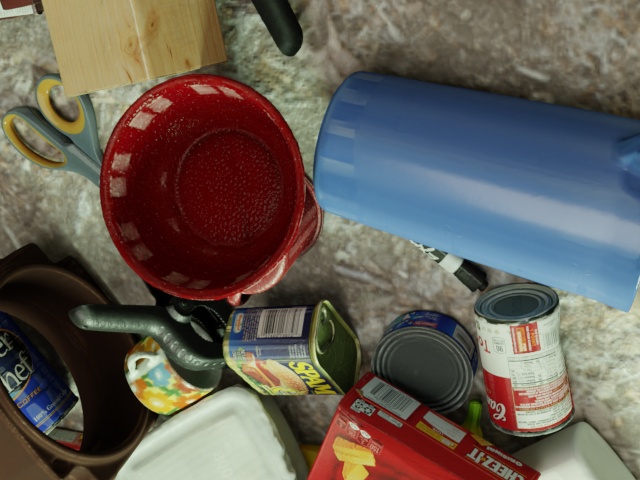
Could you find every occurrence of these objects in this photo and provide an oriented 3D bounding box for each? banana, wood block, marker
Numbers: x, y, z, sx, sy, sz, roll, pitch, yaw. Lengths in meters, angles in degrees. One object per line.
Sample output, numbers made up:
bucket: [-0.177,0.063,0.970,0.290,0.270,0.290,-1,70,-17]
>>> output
banana: [0.064,0.192,0.941,0.198,0.037,0.069,-20,89,24]
wood block: [-0.145,-0.215,0.753,0.091,0.090,0.206,-4,103,36]
marker: [0.085,0.000,0.853,0.121,0.020,0.020,39,120,-2]

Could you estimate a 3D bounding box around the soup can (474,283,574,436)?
soup can: [0.161,0.093,0.842,0.069,0.068,0.102,-4,112,20]

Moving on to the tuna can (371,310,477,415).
tuna can: [0.087,0.102,0.890,0.086,0.033,0.086,7,116,15]

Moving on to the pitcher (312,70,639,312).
pitcher: [0.124,-0.037,0.770,0.243,0.144,0.149,16,106,15]

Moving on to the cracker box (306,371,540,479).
cracker box: [0.061,0.242,0.885,0.164,0.072,0.214,29,119,17]

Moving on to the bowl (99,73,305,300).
bowl: [-0.078,-0.039,0.781,0.162,0.055,0.162,1,94,20]

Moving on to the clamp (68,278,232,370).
clamp: [-0.129,0.049,0.910,0.171,0.120,0.039,31,142,-32]

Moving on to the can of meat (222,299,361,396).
can of meat: [-0.023,0.092,0.891,0.084,0.057,0.102,-3,150,22]

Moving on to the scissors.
scissors: [-0.180,-0.069,0.910,0.202,0.016,0.096,29,119,4]

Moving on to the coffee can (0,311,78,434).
coffee can: [-0.310,0.127,0.995,0.103,0.102,0.140,-32,101,28]

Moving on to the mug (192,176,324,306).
mug: [-0.056,0.001,0.864,0.093,0.081,0.117,22,119,8]
